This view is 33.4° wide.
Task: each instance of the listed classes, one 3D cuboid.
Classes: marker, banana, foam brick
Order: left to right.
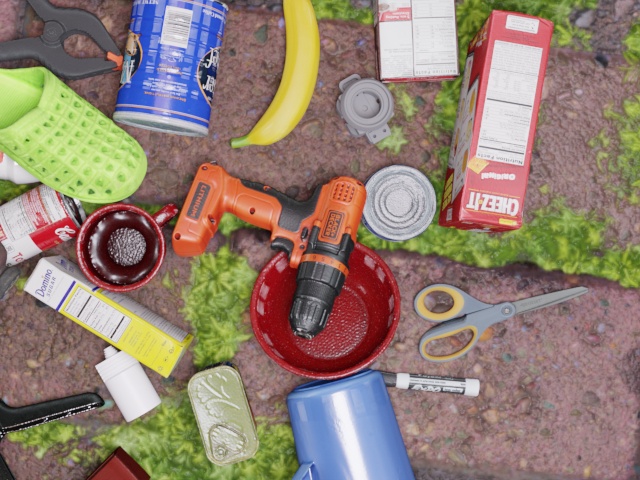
[{"bbox_3d":[-0.231,0.271,1.161,0.051,0.053,0.078,45,89,-1],"label":"foam brick"},{"bbox_3d":[-0.037,-0.186,1.178,0.069,0.037,0.198,20,89,-4],"label":"banana"},{"bbox_3d":[0.116,0.159,1.192,0.121,0.020,0.020,6,89,-2],"label":"marker"}]

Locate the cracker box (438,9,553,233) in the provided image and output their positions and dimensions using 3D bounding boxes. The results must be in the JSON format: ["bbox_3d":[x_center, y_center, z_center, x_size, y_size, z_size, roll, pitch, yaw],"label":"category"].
[{"bbox_3d":[0.183,-0.117,1.124,0.072,0.164,0.214,9,89,0],"label":"cracker box"}]

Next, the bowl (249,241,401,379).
[{"bbox_3d":[0.007,0.079,1.155,0.162,0.055,0.162,-2,67,4],"label":"bowl"}]

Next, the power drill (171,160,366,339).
[{"bbox_3d":[-0.057,0.001,1.132,0.188,0.057,0.184,15,65,8],"label":"power drill"}]

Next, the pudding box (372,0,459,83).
[{"bbox_3d":[0.106,-0.232,1.185,0.090,0.039,0.113,-3,92,-3],"label":"pudding box"}]

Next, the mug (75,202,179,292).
[{"bbox_3d":[-0.201,0.000,1.148,0.117,0.081,0.093,-41,91,-2],"label":"mug"}]

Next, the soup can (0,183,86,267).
[{"bbox_3d":[-0.311,-0.019,1.149,0.102,0.068,0.068,-25,91,1],"label":"soup can"}]

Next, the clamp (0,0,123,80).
[{"bbox_3d":[-0.295,-0.235,1.168,0.171,0.039,0.120,13,94,-8],"label":"clamp"}]

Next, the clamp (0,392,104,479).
[{"bbox_3d":[-0.355,0.221,1.148,0.210,0.036,0.164,14,67,0],"label":"clamp"}]

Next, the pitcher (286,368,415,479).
[{"bbox_3d":[0.034,0.267,1.131,0.145,0.149,0.243,-15,87,9],"label":"pitcher"}]

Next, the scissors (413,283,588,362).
[{"bbox_3d":[0.192,0.065,1.197,0.201,0.016,0.096,-30,91,-2],"label":"scissors"}]

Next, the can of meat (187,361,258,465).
[{"bbox_3d":[-0.103,0.183,1.150,0.057,0.084,0.102,-17,90,-3],"label":"can of meat"}]

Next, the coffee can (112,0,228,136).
[{"bbox_3d":[-0.160,-0.189,1.141,0.103,0.103,0.140,9,89,-2],"label":"coffee can"}]

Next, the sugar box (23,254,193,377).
[{"bbox_3d":[-0.224,0.079,1.142,0.176,0.093,0.048,29,90,-1],"label":"sugar box"}]

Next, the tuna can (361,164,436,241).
[{"bbox_3d":[0.085,-0.041,1.184,0.086,0.034,0.086,0,90,-2],"label":"tuna can"}]
